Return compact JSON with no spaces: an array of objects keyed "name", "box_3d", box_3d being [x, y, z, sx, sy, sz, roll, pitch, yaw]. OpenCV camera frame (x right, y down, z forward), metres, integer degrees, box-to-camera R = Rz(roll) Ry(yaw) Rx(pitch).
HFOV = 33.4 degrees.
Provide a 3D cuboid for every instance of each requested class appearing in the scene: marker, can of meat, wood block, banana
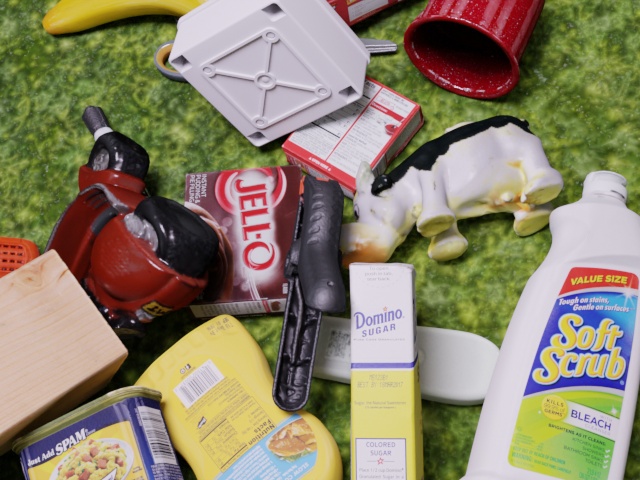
[{"name":"marker","box_3d":[-0.163,-0.063,0.860,0.020,0.020,0.121,-31,65,-4]},{"name":"can of meat","box_3d":[-0.141,0.155,0.695,0.102,0.057,0.084,-27,67,11]},{"name":"wood block","box_3d":[-0.243,0.105,0.699,0.205,0.090,0.091,-34,83,-30]},{"name":"banana","box_3d":[-0.146,-0.196,0.891,0.198,0.037,0.069,11,62,28]}]

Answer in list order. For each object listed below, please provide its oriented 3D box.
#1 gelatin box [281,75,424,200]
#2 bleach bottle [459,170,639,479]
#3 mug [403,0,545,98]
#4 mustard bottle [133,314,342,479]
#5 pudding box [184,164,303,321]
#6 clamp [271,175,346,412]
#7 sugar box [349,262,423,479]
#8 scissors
[{"name":"gelatin box","box_3d":[0.026,-0.083,0.828,0.073,0.030,0.089,31,75,22]},{"name":"bleach bottle","box_3d":[0.164,0.066,0.715,0.102,0.068,0.250,17,68,-2]},{"name":"mug","box_3d":[0.114,-0.169,0.826,0.117,0.093,0.081,-2,54,50]},{"name":"mustard bottle","box_3d":[-0.041,0.148,0.724,0.096,0.058,0.192,-39,65,-6]},{"name":"pudding box","box_3d":[-0.055,0.001,0.801,0.090,0.039,0.113,-5,67,7]},{"name":"clamp","box_3d":[-0.003,0.015,0.706,0.039,0.120,0.171,13,55,-14]},{"name":"sugar box","box_3d":[0.043,0.104,0.682,0.048,0.093,0.176,1,85,7]},{"name":"scissors","box_3d":[-0.041,-0.179,0.890,0.202,0.016,0.096,-10,65,6]}]
